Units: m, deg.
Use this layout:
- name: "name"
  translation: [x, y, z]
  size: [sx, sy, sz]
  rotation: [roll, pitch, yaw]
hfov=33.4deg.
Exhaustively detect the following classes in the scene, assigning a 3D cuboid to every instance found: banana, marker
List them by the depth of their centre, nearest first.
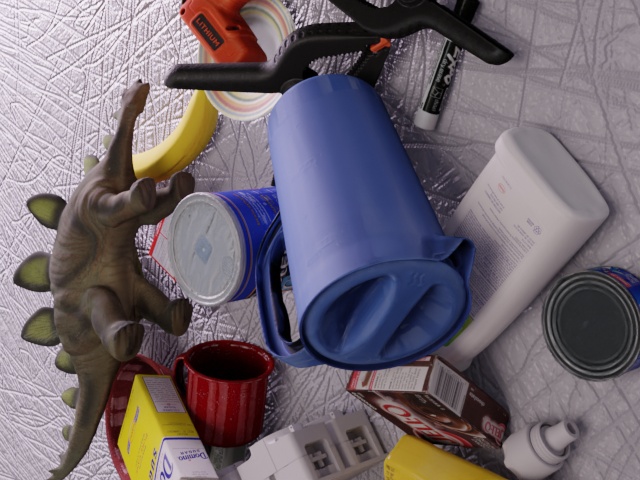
- name: "marker"
  translation: [0.106, -0.151, 0.898]
  size: [0.020, 0.020, 0.121]
  rotation: [36, 120, 35]
- name: "banana"
  translation: [-0.161, -0.105, 1.158]
  size: [0.198, 0.037, 0.069]
  rotation: [-40, 51, 39]

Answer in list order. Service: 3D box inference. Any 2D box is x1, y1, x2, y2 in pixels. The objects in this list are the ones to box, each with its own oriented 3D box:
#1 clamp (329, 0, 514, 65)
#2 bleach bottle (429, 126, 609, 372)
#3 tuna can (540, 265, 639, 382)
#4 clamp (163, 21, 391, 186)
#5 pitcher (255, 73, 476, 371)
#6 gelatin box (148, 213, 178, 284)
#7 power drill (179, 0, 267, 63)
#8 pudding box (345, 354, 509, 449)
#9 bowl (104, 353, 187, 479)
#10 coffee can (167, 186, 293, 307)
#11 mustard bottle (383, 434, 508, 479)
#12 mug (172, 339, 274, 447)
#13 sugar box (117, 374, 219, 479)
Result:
- name: "clamp"
  translation: [0.085, -0.194, 0.865]
  size: [0.172, 0.039, 0.120]
  rotation: [-4, 86, 33]
- name: "bleach bottle"
  translation: [0.123, 0.029, 0.880]
  size: [0.103, 0.067, 0.251]
  rotation: [58, 133, 27]
- name: "tuna can"
  translation: [0.214, 0.063, 0.814]
  size: [0.086, 0.033, 0.086]
  rotation: [8, 102, 43]
- name: "clamp"
  translation: [-0.029, -0.144, 0.966]
  size: [0.210, 0.164, 0.036]
  rotation: [-33, 34, 35]
- name: "pitcher"
  translation: [0.019, -0.018, 0.877]
  size: [0.145, 0.149, 0.243]
  rotation: [98, 163, -46]
- name: "gelatin box"
  translation: [-0.142, 0.008, 1.157]
  size: [0.089, 0.030, 0.073]
  rotation: [41, 121, 32]
- name: "power drill"
  translation: [-0.036, -0.239, 0.984]
  size: [0.188, 0.057, 0.184]
  rotation: [-50, 62, 24]
- name: "pudding box"
  translation: [0.091, 0.136, 0.895]
  size: [0.090, 0.113, 0.039]
  rotation: [-7, 51, 44]
- name: "bowl"
  translation: [-0.180, 0.205, 1.198]
  size: [0.162, 0.055, 0.162]
  rotation: [2, 92, 50]
- name: "coffee can"
  translation: [-0.057, 0.001, 0.995]
  size: [0.103, 0.140, 0.103]
  rotation: [8, 102, 43]
- name: "mustard bottle"
  translation: [0.145, 0.226, 0.873]
  size: [0.192, 0.058, 0.096]
  rotation: [17, 146, 41]
- name: "mug"
  translation: [-0.106, 0.155, 1.100]
  size: [0.117, 0.093, 0.081]
  rotation: [18, 114, 28]
- name: "sugar box"
  translation: [-0.155, 0.219, 1.058]
  size: [0.176, 0.048, 0.093]
  rotation: [-128, 50, -57]
